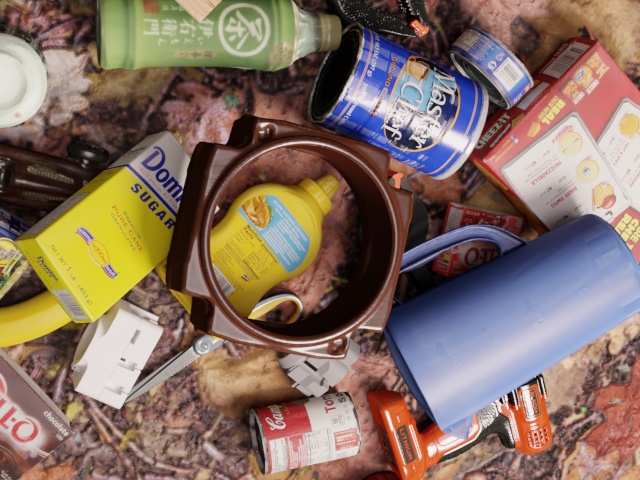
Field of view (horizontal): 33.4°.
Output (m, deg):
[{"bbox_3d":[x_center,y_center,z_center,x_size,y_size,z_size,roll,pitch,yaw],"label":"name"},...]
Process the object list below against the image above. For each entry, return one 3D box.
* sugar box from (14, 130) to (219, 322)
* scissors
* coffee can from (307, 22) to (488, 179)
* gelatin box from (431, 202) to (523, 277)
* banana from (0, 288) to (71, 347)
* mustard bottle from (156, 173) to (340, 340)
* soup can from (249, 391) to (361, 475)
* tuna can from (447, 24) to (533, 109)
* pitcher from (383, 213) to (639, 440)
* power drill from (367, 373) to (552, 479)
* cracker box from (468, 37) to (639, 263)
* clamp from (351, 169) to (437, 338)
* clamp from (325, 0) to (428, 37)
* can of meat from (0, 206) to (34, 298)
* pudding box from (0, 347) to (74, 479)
[{"bbox_3d":[-0.177,-0.015,0.960,0.176,0.048,0.093,-45,116,-33],"label":"sugar box"},{"bbox_3d":[-0.116,0.083,1.062,0.201,0.016,0.096,-20,106,-11],"label":"scissors"},{"bbox_3d":[0.073,-0.131,1.014,0.140,0.103,0.103,22,97,-19],"label":"coffee can"},{"bbox_3d":[0.163,0.004,1.099,0.089,0.030,0.073,8,99,-36],"label":"gelatin box"},{"bbox_3d":[-0.269,0.057,1.002,0.197,0.037,0.069,-17,108,-11],"label":"banana"},{"bbox_3d":[-0.057,0.001,1.027,0.191,0.058,0.096,-40,97,-12],"label":"mustard bottle"},{"bbox_3d":[-0.016,0.196,1.091,0.102,0.068,0.068,-10,106,-14],"label":"soup can"},{"bbox_3d":[0.164,-0.168,1.039,0.034,0.086,0.086,-46,111,1],"label":"tuna can"},{"bbox_3d":[0.180,0.065,1.031,0.243,0.145,0.149,-29,134,-1],"label":"pitcher"},{"bbox_3d":[0.150,0.166,1.136,0.187,0.057,0.184,-19,105,-9],"label":"power drill"},{"bbox_3d":[0.276,-0.077,1.101,0.164,0.072,0.213,-47,112,2],"label":"cracker box"},{"bbox_3d":[0.066,0.017,1.081,0.120,0.039,0.171,-20,107,-28],"label":"clamp"},{"bbox_3d":[0.029,-0.273,0.999,0.209,0.036,0.164,33,95,-22],"label":"clamp"},{"bbox_3d":[-0.308,0.010,0.935,0.083,0.057,0.102,34,111,-30],"label":"can of meat"},{"bbox_3d":[-0.306,0.169,1.019,0.090,0.039,0.113,-40,111,-3],"label":"pudding box"}]
